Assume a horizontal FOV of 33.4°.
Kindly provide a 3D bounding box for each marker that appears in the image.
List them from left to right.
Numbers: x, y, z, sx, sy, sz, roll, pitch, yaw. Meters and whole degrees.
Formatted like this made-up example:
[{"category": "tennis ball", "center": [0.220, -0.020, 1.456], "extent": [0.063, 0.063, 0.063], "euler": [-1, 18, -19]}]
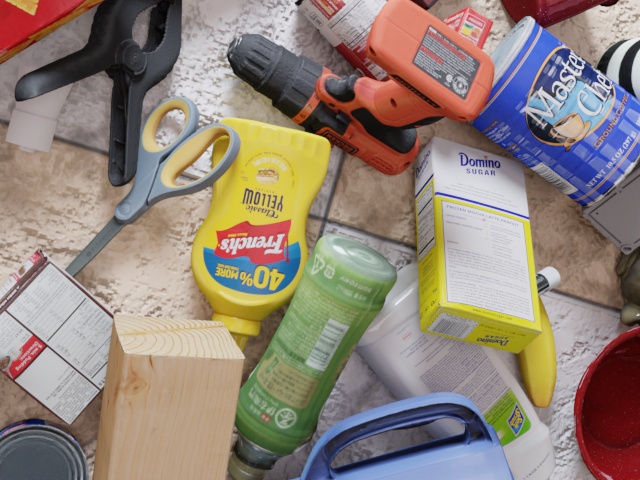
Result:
[{"category": "marker", "center": [0.159, 0.054, 0.913], "extent": [0.120, 0.020, 0.020], "euler": [-26, 99, -31]}]

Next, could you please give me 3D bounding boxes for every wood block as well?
[{"category": "wood block", "center": [-0.125, 0.171, 0.824], "extent": [0.090, 0.090, 0.206], "euler": [5, 103, -18]}]

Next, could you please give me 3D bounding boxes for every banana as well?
[{"category": "banana", "center": [0.165, 0.058, 0.957], "extent": [0.069, 0.037, 0.197], "euler": [-40, 102, -6]}]

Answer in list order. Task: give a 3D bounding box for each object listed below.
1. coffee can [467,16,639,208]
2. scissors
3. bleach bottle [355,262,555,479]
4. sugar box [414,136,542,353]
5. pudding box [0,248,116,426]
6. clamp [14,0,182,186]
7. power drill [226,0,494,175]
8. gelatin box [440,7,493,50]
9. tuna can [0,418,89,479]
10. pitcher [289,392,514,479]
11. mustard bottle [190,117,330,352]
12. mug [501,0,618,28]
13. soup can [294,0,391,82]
[{"category": "coffee can", "center": [0.201, -0.109, 0.916], "extent": [0.140, 0.103, 0.103], "euler": [36, 82, -5]}, {"category": "scissors", "center": [-0.156, -0.043, 0.863], "extent": [0.202, 0.016, 0.096], "euler": [-32, 63, 8]}, {"category": "bleach bottle", "center": [0.125, 0.144, 0.935], "extent": [0.102, 0.068, 0.251], "euler": [-39, 104, -13]}, {"category": "sugar box", "center": [0.129, 0.001, 0.895], "extent": [0.093, 0.048, 0.176], "euler": [15, 50, -16]}, {"category": "pudding box", "center": [-0.208, 0.077, 0.835], "extent": [0.090, 0.039, 0.113], "euler": [-48, 121, -11]}, {"category": "clamp", "center": [-0.164, -0.141, 0.830], "extent": [0.120, 0.039, 0.171], "euler": [38, 64, -48]}, {"category": "power drill", "center": [0.032, -0.126, 0.835], "extent": [0.184, 0.188, 0.057], "euler": [29, 72, -19]}, {"category": "gelatin box", "center": [0.104, -0.152, 0.904], "extent": [0.030, 0.089, 0.073], "euler": [26, 84, -15]}, {"category": "tuna can", "center": [-0.228, 0.186, 0.846], "extent": [0.086, 0.034, 0.086], "euler": [-1, 92, -16]}, {"category": "pitcher", "center": [0.039, 0.227, 0.855], "extent": [0.243, 0.145, 0.149], "euler": [-12, 60, 1]}, {"category": "mustard bottle", "center": [-0.056, 0.001, 0.878], "extent": [0.096, 0.058, 0.191], "euler": [12, 89, -7]}, {"category": "mug", "center": [0.200, -0.243, 0.937], "extent": [0.081, 0.093, 0.117], "euler": [-25, 67, -10]}, {"category": "soup can", "center": [0.036, -0.185, 0.894], "extent": [0.102, 0.069, 0.068], "euler": [45, 80, -13]}]
